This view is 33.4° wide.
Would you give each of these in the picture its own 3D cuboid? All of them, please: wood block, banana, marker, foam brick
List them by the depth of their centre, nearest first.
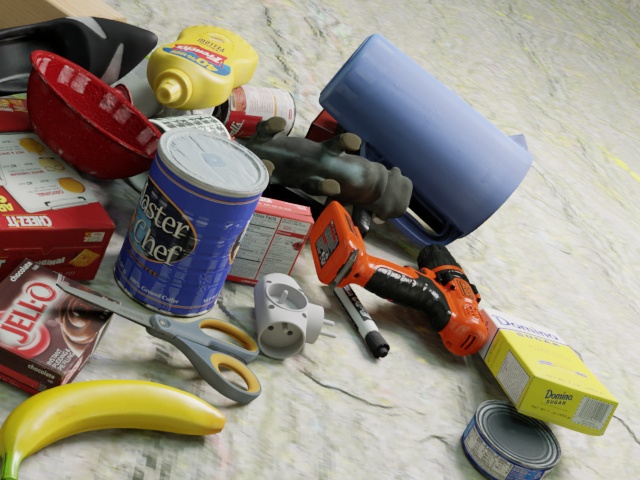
[{"bbox_3d":[-0.162,0.134,0.792,0.197,0.037,0.070,-8,59,-44],"label":"banana"},{"bbox_3d":[0.038,0.075,1.070,0.020,0.020,0.121,6,33,-32],"label":"marker"},{"bbox_3d":[-0.348,-0.276,1.289,0.206,0.091,0.090,34,28,18],"label":"wood block"},{"bbox_3d":[0.011,-0.130,1.369,0.051,0.053,0.078,27,29,3],"label":"foam brick"}]

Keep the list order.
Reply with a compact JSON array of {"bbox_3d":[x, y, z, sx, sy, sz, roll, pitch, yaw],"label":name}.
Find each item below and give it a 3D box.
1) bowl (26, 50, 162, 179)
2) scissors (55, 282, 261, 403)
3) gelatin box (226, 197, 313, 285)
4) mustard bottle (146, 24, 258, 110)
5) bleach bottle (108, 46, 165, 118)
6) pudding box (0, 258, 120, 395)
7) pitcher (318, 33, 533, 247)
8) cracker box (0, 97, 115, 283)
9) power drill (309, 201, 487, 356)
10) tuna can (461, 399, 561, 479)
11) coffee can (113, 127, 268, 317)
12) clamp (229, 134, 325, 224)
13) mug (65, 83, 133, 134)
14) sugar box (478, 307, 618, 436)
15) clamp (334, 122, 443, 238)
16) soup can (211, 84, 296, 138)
[{"bbox_3d":[-0.218,-0.107,1.001,0.162,0.055,0.162,38,11,-9],"label":"bowl"},{"bbox_3d":[-0.121,0.087,0.877,0.201,0.016,0.096,17,33,-46],"label":"scissors"},{"bbox_3d":[-0.057,0.001,1.045,0.073,0.089,0.030,11,31,-24],"label":"gelatin box"},{"bbox_3d":[-0.141,-0.189,1.194,0.096,0.058,0.191,25,28,3],"label":"mustard bottle"},{"bbox_3d":[-0.211,-0.189,1.282,0.103,0.068,0.250,32,26,13],"label":"bleach bottle"},{"bbox_3d":[-0.223,0.070,0.845,0.090,0.039,0.113,26,28,1],"label":"pudding box"},{"bbox_3d":[0.112,-0.117,1.243,0.243,0.145,0.149,40,32,-6],"label":"pitcher"},{"bbox_3d":[-0.306,-0.048,0.950,0.163,0.072,0.214,-2,39,-41],"label":"cracker box"},{"bbox_3d":[0.081,0.029,1.119,0.187,0.057,0.184,25,21,-20],"label":"power drill"},{"bbox_3d":[0.173,0.186,0.970,0.086,0.034,0.086,19,28,-11],"label":"tuna can"},{"bbox_3d":[-0.119,-0.016,0.969,0.102,0.140,0.103,19,28,-11],"label":"coffee can"},{"bbox_3d":[-0.055,-0.059,1.208,0.120,0.039,0.172,5,40,-45],"label":"clamp"},{"bbox_3d":[-0.252,-0.123,1.113,0.081,0.093,0.117,1,19,-30],"label":"mug"},{"bbox_3d":[0.216,0.125,1.058,0.093,0.048,0.176,19,16,-14],"label":"sugar box"},{"bbox_3d":[0.079,-0.083,1.303,0.164,0.036,0.210,7,54,-38],"label":"clamp"},{"bbox_3d":[-0.090,-0.161,1.323,0.102,0.069,0.069,2,36,-38],"label":"soup can"}]
